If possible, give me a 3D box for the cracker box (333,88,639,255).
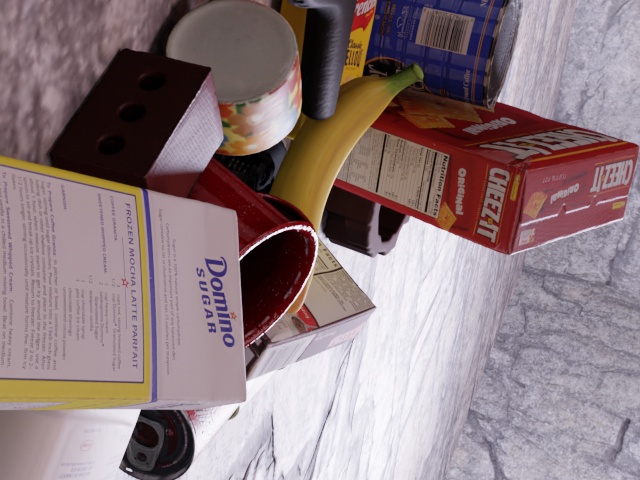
[{"bbox_3d":[0.112,-0.068,0.835,0.163,0.214,0.072,-14,119,-45],"label":"cracker box"}]

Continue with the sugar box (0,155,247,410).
[{"bbox_3d":[-0.100,0.021,0.429,0.176,0.048,0.093,16,67,-57],"label":"sugar box"}]

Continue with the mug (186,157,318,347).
[{"bbox_3d":[-0.054,0.001,0.593,0.117,0.082,0.093,-27,147,-41],"label":"mug"}]

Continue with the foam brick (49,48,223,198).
[{"bbox_3d":[-0.089,-0.048,0.533,0.051,0.053,0.078,84,25,-53],"label":"foam brick"}]

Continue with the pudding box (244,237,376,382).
[{"bbox_3d":[-0.030,0.033,0.688,0.113,0.090,0.039,-14,147,-51],"label":"pudding box"}]

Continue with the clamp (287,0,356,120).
[{"bbox_3d":[0.011,-0.154,0.602,0.164,0.036,0.209,-62,164,5],"label":"clamp"}]

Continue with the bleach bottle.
[{"bbox_3d":[-0.159,0.173,0.494,0.251,0.068,0.102,-71,161,-1],"label":"bleach bottle"}]

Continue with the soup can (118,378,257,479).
[{"bbox_3d":[-0.086,0.093,0.659,0.102,0.068,0.068,-47,150,-60],"label":"soup can"}]

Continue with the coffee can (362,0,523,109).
[{"bbox_3d":[0.078,-0.168,0.835,0.102,0.140,0.103,16,90,-75],"label":"coffee can"}]

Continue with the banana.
[{"bbox_3d":[-0.001,-0.039,0.682,0.037,0.070,0.197,40,62,-27],"label":"banana"}]
